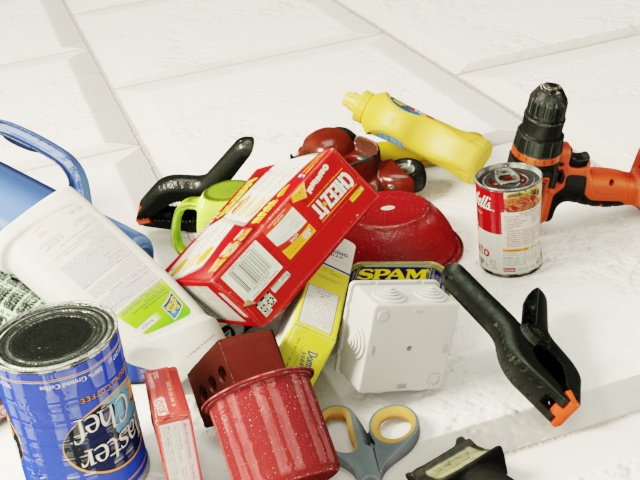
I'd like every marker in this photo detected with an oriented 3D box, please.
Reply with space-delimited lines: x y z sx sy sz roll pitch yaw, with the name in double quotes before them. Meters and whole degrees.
"marker" -0.100 0.099 1.036 0.020 0.020 0.120 14 34 35

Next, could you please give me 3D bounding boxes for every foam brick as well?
"foam brick" -0.069 0.117 0.895 0.051 0.078 0.053 -7 65 -33

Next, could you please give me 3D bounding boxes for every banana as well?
"banana" 0.114 -0.118 1.383 0.198 0.037 0.069 -4 29 6

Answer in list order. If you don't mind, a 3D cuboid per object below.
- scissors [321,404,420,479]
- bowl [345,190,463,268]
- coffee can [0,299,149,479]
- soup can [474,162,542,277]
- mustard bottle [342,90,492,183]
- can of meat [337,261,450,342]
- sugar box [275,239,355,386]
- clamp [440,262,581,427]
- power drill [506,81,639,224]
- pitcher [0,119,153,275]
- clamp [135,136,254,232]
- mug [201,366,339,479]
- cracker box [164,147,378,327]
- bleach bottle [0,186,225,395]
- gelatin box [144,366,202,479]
"scissors" 0.055 0.184 0.836 0.096 0.016 0.202 -15 28 -14
"bowl" 0.075 -0.011 1.168 0.162 0.055 0.162 -5 27 3
"coffee can" -0.200 0.134 0.859 0.103 0.140 0.103 -6 27 3
"soup can" 0.196 -0.021 1.106 0.068 0.102 0.068 -6 27 3
"mustard bottle" 0.113 -0.134 1.307 0.192 0.058 0.096 27 9 13
"can of meat" 0.069 0.066 1.020 0.102 0.057 0.084 0 30 14
"sugar box" -0.010 0.072 0.983 0.048 0.093 0.176 25 29 -2
"clamp" 0.184 0.089 0.931 0.120 0.039 0.171 4 43 -35
"power drill" 0.293 -0.089 1.147 0.187 0.184 0.057 -2 41 -9
"pitcher" -0.295 -0.009 1.101 0.243 0.149 0.144 23 47 13
"clamp" -0.127 -0.054 1.226 0.210 0.164 0.036 -6 54 20
"mug" -0.032 0.155 0.830 0.093 0.117 0.081 -24 70 9
"cracker box" -0.057 0.001 1.014 0.164 0.072 0.214 -49 14 -16
"bleach bottle" -0.177 0.063 0.973 0.251 0.068 0.102 41 61 13
"gelatin box" -0.117 0.156 0.851 0.030 0.089 0.073 -13 28 -11
